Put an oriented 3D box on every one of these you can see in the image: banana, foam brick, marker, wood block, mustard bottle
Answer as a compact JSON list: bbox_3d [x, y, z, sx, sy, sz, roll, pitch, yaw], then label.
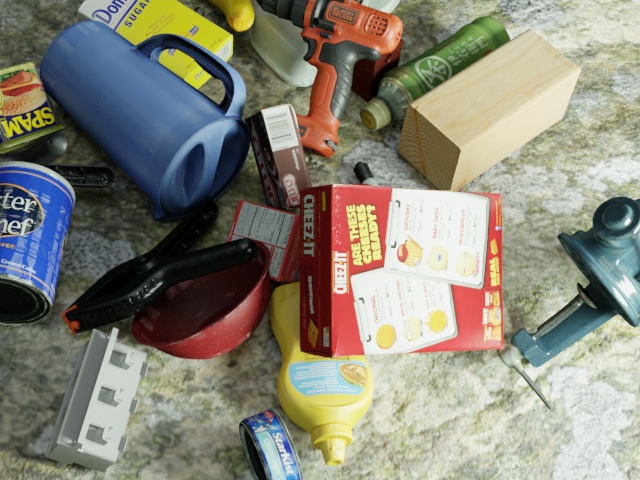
[{"bbox_3d":[-0.128,-0.306,1.351,0.069,0.037,0.198,-13,38,-33],"label":"banana"},{"bbox_3d":[0.062,-0.221,1.313,0.051,0.078,0.053,40,61,21],"label":"foam brick"},{"bbox_3d":[0.067,-0.043,1.228,0.020,0.020,0.121,-15,59,-16],"label":"marker"},{"bbox_3d":[0.201,-0.155,1.275,0.205,0.091,0.090,-34,65,-25],"label":"wood block"},{"bbox_3d":[0.004,0.134,1.077,0.096,0.058,0.191,1,56,-12],"label":"mustard bottle"}]

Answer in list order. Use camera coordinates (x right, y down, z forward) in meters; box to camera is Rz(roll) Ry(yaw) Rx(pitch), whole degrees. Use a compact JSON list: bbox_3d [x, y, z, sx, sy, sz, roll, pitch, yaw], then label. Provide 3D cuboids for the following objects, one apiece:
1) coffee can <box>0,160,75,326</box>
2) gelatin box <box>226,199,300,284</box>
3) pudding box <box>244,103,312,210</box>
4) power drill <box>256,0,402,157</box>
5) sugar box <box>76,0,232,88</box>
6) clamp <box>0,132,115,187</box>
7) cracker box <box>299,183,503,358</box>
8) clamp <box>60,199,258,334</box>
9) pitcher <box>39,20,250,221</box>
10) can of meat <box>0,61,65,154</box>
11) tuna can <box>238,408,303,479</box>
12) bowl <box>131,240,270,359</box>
[{"bbox_3d":[-0.317,0.004,1.104,0.102,0.103,0.140,5,56,-3],"label":"coffee can"},{"bbox_3d":[-0.057,0.001,1.138,0.089,0.030,0.073,16,89,37],"label":"gelatin box"},{"bbox_3d":[-0.046,-0.089,1.177,0.039,0.090,0.113,-14,93,-16],"label":"pudding box"},{"bbox_3d":[-0.017,-0.204,1.252,0.184,0.057,0.187,21,89,16],"label":"power drill"},{"bbox_3d":[-0.202,-0.254,1.300,0.176,0.048,0.093,34,62,14],"label":"sugar box"},{"bbox_3d":[-0.320,-0.079,1.151,0.171,0.120,0.039,-7,66,6],"label":"clamp"},{"bbox_3d":[0.083,0.030,1.070,0.213,0.072,0.164,1,88,-32],"label":"cracker box"},{"bbox_3d":[-0.166,0.034,1.100,0.209,0.036,0.165,-34,25,-15],"label":"clamp"},{"bbox_3d":[-0.199,-0.153,1.204,0.149,0.145,0.243,-39,65,-25],"label":"pitcher"},{"bbox_3d":[-0.349,-0.146,1.195,0.101,0.058,0.084,-30,100,-46],"label":"can of meat"},{"bbox_3d":[-0.047,0.204,1.009,0.033,0.086,0.086,-19,60,-16],"label":"tuna can"},{"bbox_3d":[-0.109,0.070,1.084,0.162,0.055,0.162,-25,26,13],"label":"bowl"}]
